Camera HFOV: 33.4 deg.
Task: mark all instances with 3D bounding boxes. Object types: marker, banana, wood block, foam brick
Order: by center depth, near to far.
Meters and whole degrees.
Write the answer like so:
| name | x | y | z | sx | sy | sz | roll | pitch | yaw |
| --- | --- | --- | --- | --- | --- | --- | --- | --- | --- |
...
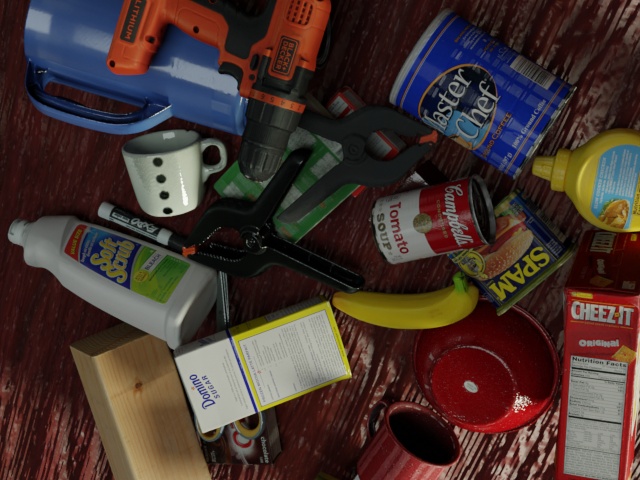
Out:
| name | x | y | z | sx | sy | sz | roll | pitch | yaw |
| --- | --- | --- | --- | --- | --- | --- | --- | --- | --- |
| foam brick | 0.095 | -0.033 | 1.078 | 0.051 | 0.053 | 0.078 | 45 | 117 | 2 |
| banana | 0.096 | 0.063 | 1.099 | 0.198 | 0.037 | 0.069 | -15 | 123 | 49 |
| marker | -0.199 | -0.014 | 1.222 | 0.121 | 0.020 | 0.020 | 23 | 115 | 13 |
| wood block | -0.208 | 0.206 | 1.245 | 0.090 | 0.090 | 0.206 | 8 | 116 | 59 |

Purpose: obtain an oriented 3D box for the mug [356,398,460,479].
| name | x | y | z | sx | sy | sz | roll | pitch | yaw |
| --- | --- | --- | --- | --- | --- | --- | --- | --- | --- |
| mug | 0.085 | 0.226 | 1.159 | 0.117 | 0.093 | 0.082 | 53 | 127 | 35 |

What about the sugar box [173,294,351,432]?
| name | x | y | z | sx | sy | sz | roll | pitch | yaw |
| --- | --- | --- | --- | --- | --- | --- | --- | --- | --- |
| sugar box | -0.062 | 0.132 | 1.158 | 0.176 | 0.048 | 0.093 | -19 | 101 | -5 |

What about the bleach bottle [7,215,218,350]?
| name | x | y | z | sx | sy | sz | roll | pitch | yaw |
| --- | --- | --- | --- | --- | --- | --- | --- | --- | --- |
| bleach bottle | -0.247 | 0.035 | 1.212 | 0.251 | 0.102 | 0.068 | 20 | 140 | 15 |

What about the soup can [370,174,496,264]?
| name | x | y | z | sx | sy | sz | roll | pitch | yaw |
| --- | --- | --- | --- | --- | --- | --- | --- | --- | --- |
| soup can | 0.107 | -0.019 | 1.010 | 0.102 | 0.068 | 0.068 | -13 | 103 | 24 |

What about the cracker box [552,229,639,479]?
| name | x | y | z | sx | sy | sz | roll | pitch | yaw |
| --- | --- | --- | --- | --- | --- | --- | --- | --- | --- |
| cracker box | 0.263 | 0.116 | 0.999 | 0.072 | 0.164 | 0.214 | 5 | 110 | 18 |

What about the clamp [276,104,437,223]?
| name | x | y | z | sx | sy | sz | roll | pitch | yaw |
| --- | --- | --- | --- | --- | --- | --- | --- | --- | --- |
| clamp | 0.027 | -0.077 | 1.029 | 0.171 | 0.039 | 0.120 | 0 | 101 | 1 |

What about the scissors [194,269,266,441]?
| name | x | y | z | sx | sy | sz | roll | pitch | yaw |
| --- | --- | --- | --- | --- | --- | --- | --- | --- | --- |
| scissors | -0.092 | 0.139 | 1.199 | 0.096 | 0.016 | 0.202 | 18 | 104 | 17 |

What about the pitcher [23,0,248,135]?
| name | x | y | z | sx | sy | sz | roll | pitch | yaw |
| --- | --- | --- | --- | --- | --- | --- | --- | --- | --- |
| pitcher | -0.172 | -0.184 | 1.085 | 0.243 | 0.144 | 0.149 | 20 | 111 | 11 |

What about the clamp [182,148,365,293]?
| name | x | y | z | sx | sy | sz | roll | pitch | yaw |
| --- | --- | --- | --- | --- | --- | --- | --- | --- | --- |
| clamp | -0.057 | 0.001 | 1.140 | 0.210 | 0.036 | 0.164 | -17 | 108 | 37 |

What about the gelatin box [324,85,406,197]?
| name | x | y | z | sx | sy | sz | roll | pitch | yaw |
| --- | --- | --- | --- | --- | --- | --- | --- | --- | --- |
| gelatin box | 0.032 | -0.101 | 1.092 | 0.089 | 0.030 | 0.073 | 45 | 121 | 2 |

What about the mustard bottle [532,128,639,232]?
| name | x | y | z | sx | sy | sz | roll | pitch | yaw |
| --- | --- | --- | --- | --- | --- | --- | --- | --- | --- |
| mustard bottle | 0.292 | -0.053 | 0.987 | 0.192 | 0.058 | 0.096 | 12 | 113 | 18 |

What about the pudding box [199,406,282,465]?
| name | x | y | z | sx | sy | sz | roll | pitch | yaw |
| --- | --- | --- | --- | --- | --- | --- | --- | --- | --- |
| pudding box | -0.099 | 0.205 | 1.247 | 0.090 | 0.039 | 0.113 | -4 | 106 | 23 |

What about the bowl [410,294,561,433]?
| name | x | y | z | sx | sy | sz | roll | pitch | yaw |
| --- | --- | --- | --- | --- | --- | --- | --- | --- | --- |
| bowl | 0.164 | 0.140 | 1.109 | 0.162 | 0.055 | 0.162 | 8 | 111 | 20 |

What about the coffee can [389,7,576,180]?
| name | x | y | z | sx | sy | sz | roll | pitch | yaw |
| --- | --- | --- | --- | --- | --- | --- | --- | --- | --- |
| coffee can | 0.150 | -0.136 | 0.991 | 0.140 | 0.102 | 0.103 | 33 | 117 | 8 |

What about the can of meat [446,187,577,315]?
| name | x | y | z | sx | sy | sz | roll | pitch | yaw |
| --- | --- | --- | --- | --- | --- | --- | --- | --- | --- |
| can of meat | 0.187 | 0.009 | 1.054 | 0.084 | 0.057 | 0.102 | 48 | 118 | 4 |

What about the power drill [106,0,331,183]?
| name | x | y | z | sx | sy | sz | roll | pitch | yaw |
| --- | --- | --- | --- | --- | --- | --- | --- | --- | --- |
| power drill | -0.098 | -0.164 | 0.990 | 0.187 | 0.057 | 0.184 | 19 | 96 | 6 |
